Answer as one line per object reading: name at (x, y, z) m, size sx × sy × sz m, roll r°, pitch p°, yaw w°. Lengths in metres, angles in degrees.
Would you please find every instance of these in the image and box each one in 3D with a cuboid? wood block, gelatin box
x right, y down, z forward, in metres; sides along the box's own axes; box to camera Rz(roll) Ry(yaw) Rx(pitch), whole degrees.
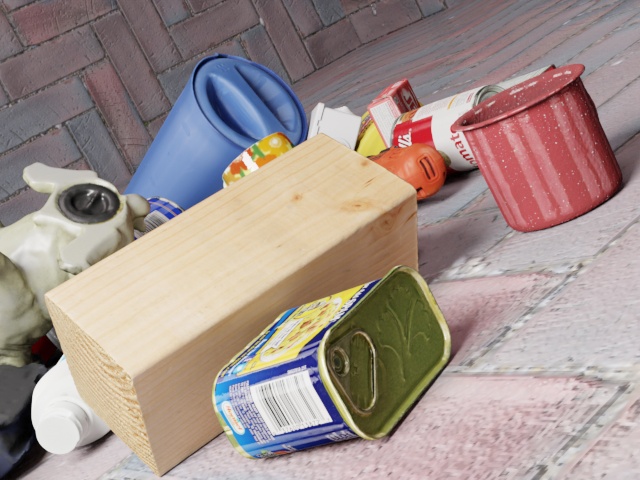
wood block at (-0.045, 0.031, 0.637) m, size 0.205 × 0.091 × 0.090 m, roll -33°, pitch 48°, yaw -27°
gelatin box at (0.084, -0.105, 1.031) m, size 0.030 × 0.089 × 0.073 m, roll -22°, pitch 12°, yaw 25°

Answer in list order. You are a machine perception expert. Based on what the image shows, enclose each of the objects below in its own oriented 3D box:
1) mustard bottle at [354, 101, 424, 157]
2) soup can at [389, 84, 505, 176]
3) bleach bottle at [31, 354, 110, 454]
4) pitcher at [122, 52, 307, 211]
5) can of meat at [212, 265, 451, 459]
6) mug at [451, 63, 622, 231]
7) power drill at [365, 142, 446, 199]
mustard bottle at (0.073, -0.116, 1.176) m, size 0.096 × 0.058 × 0.191 m, roll -46°, pitch 8°, yaw 6°
soup can at (0.121, -0.093, 0.949) m, size 0.102 × 0.068 × 0.068 m, roll -14°, pitch 18°, yaw 48°
bleach bottle at (-0.144, 0.081, 0.795) m, size 0.103 × 0.068 × 0.250 m, roll -29°, pitch 12°, yaw 16°
pitcher at (-0.126, -0.067, 1.146) m, size 0.243 × 0.145 × 0.149 m, roll -47°, pitch 8°, yaw 42°
can of meat at (0.005, 0.063, 0.541) m, size 0.084 × 0.057 × 0.101 m, roll -21°, pitch 12°, yaw 39°
mug at (0.152, -0.064, 0.706) m, size 0.093 × 0.081 × 0.117 m, roll -16°, pitch 16°, yaw 45°
power drill at (-0.001, -0.019, 0.923) m, size 0.187 × 0.057 × 0.185 m, roll -33°, pitch 6°, yaw -22°
